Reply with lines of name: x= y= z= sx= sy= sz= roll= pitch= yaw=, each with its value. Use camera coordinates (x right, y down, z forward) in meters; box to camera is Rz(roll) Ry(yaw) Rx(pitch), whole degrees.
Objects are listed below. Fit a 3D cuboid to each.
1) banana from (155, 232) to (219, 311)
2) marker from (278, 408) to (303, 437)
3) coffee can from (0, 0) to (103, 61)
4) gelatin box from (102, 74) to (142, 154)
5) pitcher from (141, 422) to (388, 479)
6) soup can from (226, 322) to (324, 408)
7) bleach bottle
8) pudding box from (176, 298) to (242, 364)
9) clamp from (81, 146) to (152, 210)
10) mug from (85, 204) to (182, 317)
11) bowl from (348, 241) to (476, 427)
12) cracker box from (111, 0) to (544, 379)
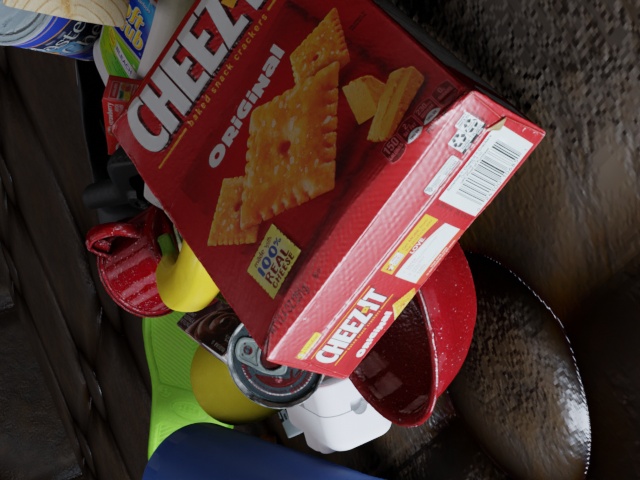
banana: x=-0.092 y=0.014 z=0.752 sx=0.069 sy=0.037 sz=0.198 roll=69 pitch=158 yaw=3
marker: x=-0.046 y=0.124 z=0.989 sx=0.121 sy=0.020 sz=0.020 roll=65 pitch=158 yaw=12
coffee can: x=-0.243 y=-0.220 z=0.962 sx=0.103 sy=0.103 sz=0.140 roll=69 pitch=-162 yaw=4
gelatin box: x=-0.146 y=-0.100 z=0.912 sx=0.089 sy=0.073 sz=0.030 roll=106 pitch=174 yaw=-62
pitcher: x=-0.034 y=0.229 z=0.854 sx=0.243 sy=0.144 sz=0.149 roll=10 pitch=114 yaw=52
soup can: x=-0.019 y=0.069 z=0.756 sx=0.102 sy=0.068 sz=0.068 roll=-44 pitch=-61 yaw=-73
bleach bottle: x=-0.132 y=-0.199 z=0.865 sx=0.102 sy=0.068 sz=0.251 roll=63 pitch=155 yaw=17
pudding box: x=-0.059 y=0.057 z=0.867 sx=0.039 sy=0.090 sz=0.114 roll=46 pitch=168 yaw=-28
clamp: x=-0.144 y=-0.040 z=0.952 sx=0.172 sy=0.120 sz=0.039 roll=146 pitch=143 yaw=-65
mug: x=-0.138 y=0.007 z=0.895 sx=0.082 sy=0.117 sz=0.093 roll=-28 pitch=52 yaw=47
bowl: x=0.046 y=0.028 z=0.645 sx=0.162 sy=0.055 sz=0.162 roll=49 pitch=150 yaw=41
cracker box: x=-0.011 y=-0.059 z=0.573 sx=0.164 sy=0.072 sz=0.214 roll=-53 pitch=49 yaw=16
